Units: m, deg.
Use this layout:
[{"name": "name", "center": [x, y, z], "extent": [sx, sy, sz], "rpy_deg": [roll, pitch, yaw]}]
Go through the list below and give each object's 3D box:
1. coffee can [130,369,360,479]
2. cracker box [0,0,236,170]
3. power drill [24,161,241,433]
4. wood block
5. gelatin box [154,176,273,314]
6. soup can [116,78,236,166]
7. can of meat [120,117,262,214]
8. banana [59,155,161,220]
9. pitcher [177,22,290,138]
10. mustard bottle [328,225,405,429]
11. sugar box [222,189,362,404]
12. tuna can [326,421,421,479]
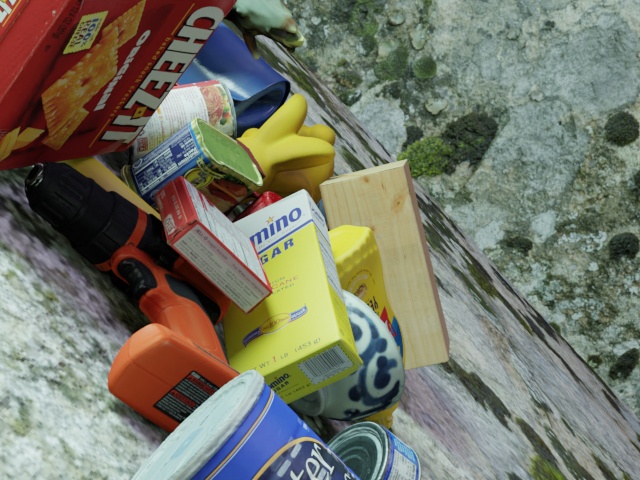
[{"name": "coffee can", "center": [-0.022, 0.152, 0.551], "extent": [0.140, 0.103, 0.102], "rpy_deg": [46, 11, -6]}, {"name": "cracker box", "center": [-0.165, -0.128, 0.725], "extent": [0.072, 0.164, 0.213], "rpy_deg": [45, 22, 9]}, {"name": "power drill", "center": [-0.114, 0.039, 0.708], "extent": [0.184, 0.057, 0.188], "rpy_deg": [39, 14, -35]}, {"name": "wood block", "center": [0.070, 0.028, 1.123], "extent": [0.090, 0.090, 0.206], "rpy_deg": [-46, 122, -78]}, {"name": "gelatin box", "center": [-0.079, 0.003, 0.775], "extent": [0.089, 0.030, 0.073], "rpy_deg": [45, 9, -32]}, {"name": "soup can", "center": [-0.136, -0.108, 0.981], "extent": [0.069, 0.102, 0.068], "rpy_deg": [168, -90, -69]}, {"name": "can of meat", "center": [-0.112, -0.056, 0.955], "extent": [0.102, 0.084, 0.057], "rpy_deg": [29, 31, -58]}, {"name": "banana", "center": [-0.148, -0.014, 0.836], "extent": [0.197, 0.037, 0.070], "rpy_deg": [44, -10, -25]}, {"name": "pitcher", "center": [-0.159, -0.215, 1.259], "extent": [0.243, 0.149, 0.144], "rpy_deg": [46, 53, 10]}, {"name": "mustard bottle", "center": [0.031, 0.089, 0.957], "extent": [0.058, 0.096, 0.191], "rpy_deg": [6, -57, 43]}, {"name": "sugar box", "center": [-0.031, 0.044, 0.831], "extent": [0.048, 0.093, 0.176], "rpy_deg": [55, 13, -42]}, {"name": "tuna can", "center": [0.026, 0.166, 0.722], "extent": [0.033, 0.086, 0.086], "rpy_deg": [41, 13, -24]}]
